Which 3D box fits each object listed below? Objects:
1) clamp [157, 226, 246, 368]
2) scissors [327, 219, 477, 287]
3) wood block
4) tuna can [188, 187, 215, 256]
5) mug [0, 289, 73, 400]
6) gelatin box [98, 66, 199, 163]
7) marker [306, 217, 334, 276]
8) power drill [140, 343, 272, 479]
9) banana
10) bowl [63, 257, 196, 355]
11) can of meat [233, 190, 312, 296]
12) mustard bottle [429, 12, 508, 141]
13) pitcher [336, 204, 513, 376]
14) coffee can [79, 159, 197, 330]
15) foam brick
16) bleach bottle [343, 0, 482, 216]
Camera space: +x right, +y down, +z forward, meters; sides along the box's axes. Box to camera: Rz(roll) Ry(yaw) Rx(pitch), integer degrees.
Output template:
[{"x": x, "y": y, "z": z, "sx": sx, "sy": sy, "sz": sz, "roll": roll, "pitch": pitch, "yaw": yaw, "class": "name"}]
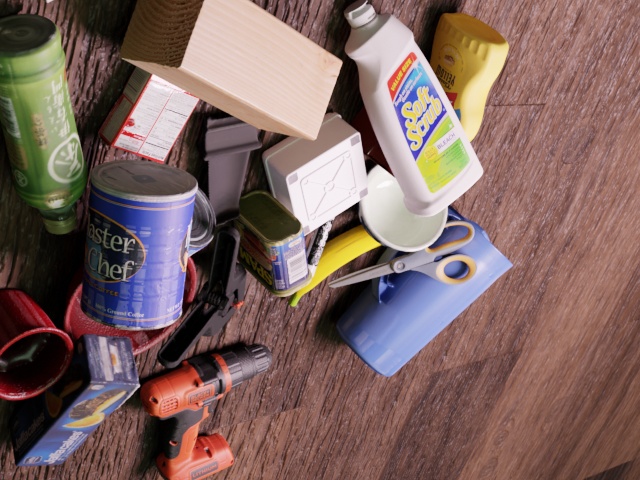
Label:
[{"x": -0.126, "y": 0.075, "z": 1.220, "sx": 0.164, "sy": 0.036, "sz": 0.210, "roll": -62, "pitch": 173, "yaw": -8, "class": "clamp"}, {"x": 0.119, "y": 0.044, "z": 1.400, "sx": 0.202, "sy": 0.016, "sz": 0.096, "roll": -31, "pitch": 106, "yaw": 5, "class": "scissors"}, {"x": -0.083, "y": -0.178, "z": 1.045, "sx": 0.205, "sy": 0.090, "sz": 0.091, "roll": 22, "pitch": 85, "yaw": -51, "class": "wood block"}, {"x": -0.153, "y": -0.025, "z": 1.137, "sx": 0.034, "sy": 0.086, "sz": 0.085, "roll": -29, "pitch": 156, "yaw": 36, "class": "tuna can"}, {"x": -0.324, "y": 0.113, "z": 1.105, "sx": 0.117, "sy": 0.082, "sz": 0.093, "roll": -48, "pitch": 143, "yaw": 2, "class": "mug"}, {"x": -0.171, "y": -0.128, "z": 1.075, "sx": 0.073, "sy": 0.030, "sz": 0.089, "roll": 16, "pitch": 112, "yaw": -51, "class": "gelatin box"}, {"x": 0.002, "y": -0.012, "z": 1.341, "sx": 0.020, "sy": 0.020, "sz": 0.121, "roll": 8, "pitch": 107, "yaw": -47, "class": "marker"}, {"x": -0.149, "y": 0.227, "z": 1.403, "sx": 0.184, "sy": 0.057, "sz": 0.188, "roll": -17, "pitch": 132, "yaw": -28, "class": "power drill"}, {"x": 0.035, "y": 0.014, "z": 1.403, "sx": 0.197, "sy": 0.037, "sz": 0.070, "roll": -31, "pitch": 163, "yaw": -16, "class": "banana"}, {"x": -0.219, "y": 0.055, "z": 1.175, "sx": 0.161, "sy": 0.055, "sz": 0.162, "roll": -26, "pitch": 139, "yaw": -25, "class": "bowl"}, {"x": -0.058, "y": 0.002, "z": 1.245, "sx": 0.057, "sy": 0.102, "sz": 0.084, "roll": -29, "pitch": 138, "yaw": -23, "class": "can of meat"}, {"x": 0.159, "y": -0.172, "z": 1.298, "sx": 0.058, "sy": 0.096, "sz": 0.192, "roll": -12, "pitch": 132, "yaw": -37, "class": "mustard bottle"}, {"x": 0.133, "y": 0.065, "z": 1.474, "sx": 0.243, "sy": 0.149, "sz": 0.145, "roll": -46, "pitch": -178, "yaw": 5, "class": "pitcher"}, {"x": -0.180, "y": 0.003, "z": 1.049, "sx": 0.102, "sy": 0.103, "sz": 0.140, "roll": -9, "pitch": 117, "yaw": -39, "class": "coffee can"}, {"x": 0.074, "y": -0.122, "z": 1.299, "sx": 0.051, "sy": 0.053, "sz": 0.078, "roll": -51, "pitch": 144, "yaw": 6, "class": "foam brick"}, {"x": 0.091, "y": -0.155, "z": 1.214, "sx": 0.102, "sy": 0.068, "sz": 0.250, "roll": -39, "pitch": 116, "yaw": -14, "class": "bleach bottle"}]
